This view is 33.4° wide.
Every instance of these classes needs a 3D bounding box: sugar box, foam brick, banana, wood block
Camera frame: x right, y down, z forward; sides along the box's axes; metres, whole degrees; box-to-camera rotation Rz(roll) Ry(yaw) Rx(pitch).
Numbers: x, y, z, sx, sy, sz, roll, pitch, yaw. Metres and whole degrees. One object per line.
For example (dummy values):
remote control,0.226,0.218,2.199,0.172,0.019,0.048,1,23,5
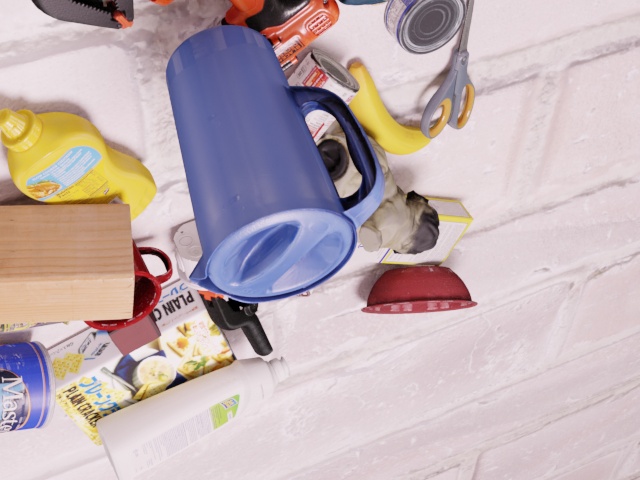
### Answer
sugar box,0.108,-0.014,1.411,0.175,0.048,0.093,7,129,-36
foam brick,-0.229,0.083,1.248,0.051,0.078,0.053,-28,142,-5
banana,0.078,-0.143,1.248,0.197,0.037,0.069,23,88,-52
wood block,-0.293,0.025,1.065,0.206,0.090,0.091,-2,149,-13

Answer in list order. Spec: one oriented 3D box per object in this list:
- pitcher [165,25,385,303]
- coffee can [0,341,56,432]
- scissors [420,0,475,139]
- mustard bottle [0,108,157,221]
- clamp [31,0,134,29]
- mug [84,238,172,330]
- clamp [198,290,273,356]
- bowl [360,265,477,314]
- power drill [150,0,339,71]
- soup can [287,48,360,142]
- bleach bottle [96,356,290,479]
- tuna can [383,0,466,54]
pitcher,-0.054,-0.079,0.956,0.149,0.243,0.145,-1,143,-27
coffee can,-0.386,0.170,1.212,0.140,0.103,0.103,-2,134,-35
scissors,0.149,-0.195,1.233,0.096,0.016,0.202,-40,147,-22
mustard bottle,-0.252,-0.075,1.061,0.096,0.058,0.191,-33,145,10
clamp,-0.216,-0.252,0.898,0.165,0.036,0.209,-40,145,12
mug,-0.223,0.036,1.192,0.117,0.081,0.093,-17,142,-19
clamp,-0.094,0.085,1.315,0.171,0.039,0.120,7,87,-57
bowl,0.135,0.068,1.480,0.162,0.055,0.162,-2,172,-1
power drill,-0.093,-0.215,1.018,0.184,0.057,0.187,-36,146,11
soup can,-0.014,-0.145,1.146,0.068,0.068,0.102,17,122,-46
bleach bottle,-0.154,0.216,1.360,0.250,0.068,0.102,-24,147,-17
tuna can,0.114,-0.244,1.154,0.086,0.034,0.086,-20,142,-16
